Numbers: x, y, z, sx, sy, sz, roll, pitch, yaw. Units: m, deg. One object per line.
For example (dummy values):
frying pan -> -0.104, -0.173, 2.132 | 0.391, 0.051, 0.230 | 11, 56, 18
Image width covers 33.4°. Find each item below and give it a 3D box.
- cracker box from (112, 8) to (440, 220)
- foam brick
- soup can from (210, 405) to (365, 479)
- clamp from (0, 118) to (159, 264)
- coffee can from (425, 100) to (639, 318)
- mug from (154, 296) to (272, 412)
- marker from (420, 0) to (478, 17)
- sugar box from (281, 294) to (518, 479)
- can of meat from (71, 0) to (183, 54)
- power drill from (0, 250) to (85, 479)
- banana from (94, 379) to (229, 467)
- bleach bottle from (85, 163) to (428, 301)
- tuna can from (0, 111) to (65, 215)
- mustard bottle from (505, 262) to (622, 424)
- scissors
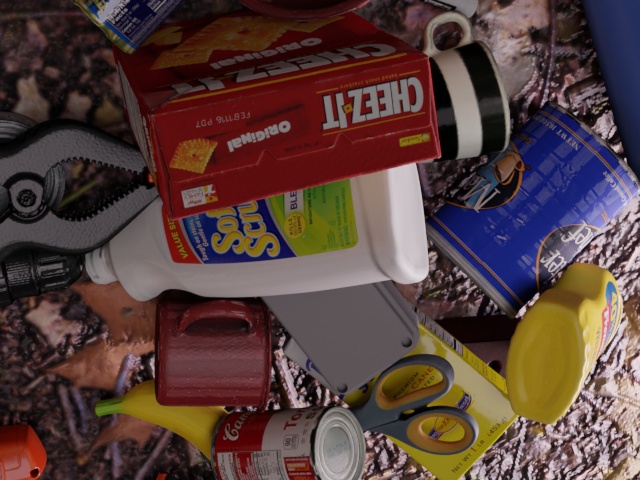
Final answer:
cracker box -> -0.039, -0.096, 0.683 | 0.164, 0.214, 0.072 | -14, 114, -11
foam brick -> 0.136, 0.097, 0.900 | 0.078, 0.051, 0.053 | -4, 111, -15
soup can -> -0.025, 0.163, 0.820 | 0.102, 0.068, 0.068 | -11, 123, 36
clamp -> -0.206, -0.039, 0.714 | 0.209, 0.036, 0.164 | -18, 108, -15
coffee can -> 0.162, -0.023, 0.833 | 0.140, 0.103, 0.102 | -45, 116, 4
mug -> -0.082, 0.079, 0.801 | 0.081, 0.093, 0.117 | 1, 149, -12
marker -> 0.060, -0.191, 0.783 | 0.121, 0.020, 0.020 | 15, 106, -21
sugar box -> 0.065, 0.104, 0.847 | 0.176, 0.048, 0.093 | 38, 104, -4
can of meat -> -0.123, -0.180, 0.688 | 0.084, 0.102, 0.057 | -45, 139, 7
power drill -> -0.254, 0.090, 0.781 | 0.184, 0.057, 0.188 | -9, 110, -9
banana -> -0.091, 0.170, 0.874 | 0.070, 0.037, 0.197 | -34, 116, 24
bleach bottle -> -0.055, 0.001, 0.742 | 0.251, 0.102, 0.068 | -13, 160, 24
tuna can -> -0.223, -0.047, 0.748 | 0.086, 0.034, 0.086 | -6, 112, -14
mustard bottle -> 0.202, 0.069, 0.852 | 0.058, 0.191, 0.096 | 14, 109, 23
scissors -> 0.041, 0.151, 0.832 | 0.096, 0.016, 0.202 | 44, 129, -6
